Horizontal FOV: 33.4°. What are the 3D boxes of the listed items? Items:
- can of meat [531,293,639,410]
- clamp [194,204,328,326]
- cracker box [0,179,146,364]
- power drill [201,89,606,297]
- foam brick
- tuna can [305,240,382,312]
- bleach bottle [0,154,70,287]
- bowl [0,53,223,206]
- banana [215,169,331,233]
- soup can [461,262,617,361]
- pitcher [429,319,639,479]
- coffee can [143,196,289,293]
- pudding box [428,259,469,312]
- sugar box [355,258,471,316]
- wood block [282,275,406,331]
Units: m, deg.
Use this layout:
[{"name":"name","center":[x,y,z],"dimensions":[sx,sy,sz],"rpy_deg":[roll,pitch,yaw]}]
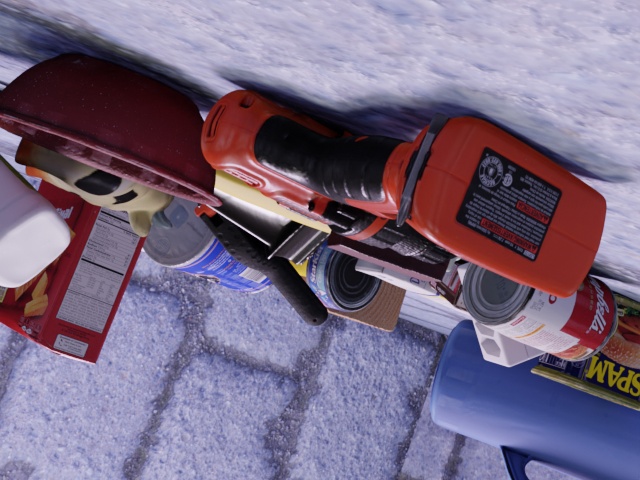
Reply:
[{"name":"can of meat","center":[0.238,0.089,0.902],"dimensions":[0.102,0.084,0.058],"rpy_deg":[22,175,-30]},{"name":"clamp","center":[-0.057,0.001,1.046],"dimensions":[0.171,0.039,0.120],"rpy_deg":[46,-168,-32]},{"name":"cracker box","center":[-0.242,-0.001,1.058],"dimensions":[0.072,0.213,0.164],"rpy_deg":[24,174,-34]},{"name":"power drill","center":[0.050,-0.019,0.545],"dimensions":[0.184,0.057,0.188],"rpy_deg":[22,175,-33]},{"name":"foam brick","center":[0.051,-0.008,0.730],"dimensions":[0.078,0.053,0.051],"rpy_deg":[21,176,-9]},{"name":"tuna can","center":[0.028,0.033,1.142],"dimensions":[0.086,0.086,0.034],"rpy_deg":[23,173,-41]},{"name":"bleach bottle","center":[-0.287,-0.080,0.769],"dimensions":[0.251,0.068,0.102],"rpy_deg":[46,171,12]},{"name":"bowl","center":[-0.129,-0.074,0.672],"dimensions":[0.162,0.055,0.162],"rpy_deg":[19,176,1]},{"name":"banana","center":[-0.018,-0.037,0.799],"dimensions":[0.198,0.037,0.069],"rpy_deg":[20,169,2]},{"name":"soup can","center":[0.162,0.044,0.789],"dimensions":[0.102,0.068,0.069],"rpy_deg":[23,174,-37]},{"name":"pitcher","center":[0.228,0.167,1.004],"dimensions":[0.243,0.145,0.149],"rpy_deg":[16,-153,18]},{"name":"coffee can","center":[-0.108,-0.008,1.122],"dimensions":[0.103,0.103,0.140],"rpy_deg":[17,175,34]},{"name":"pudding box","center":[0.167,0.053,0.999],"dimensions":[0.113,0.039,0.090],"rpy_deg":[18,-173,-12]},{"name":"sugar box","center":[0.132,0.044,1.089],"dimensions":[0.176,0.048,0.093],"rpy_deg":[24,175,-14]},{"name":"wood block","center":[0.029,0.049,1.322],"dimensions":[0.090,0.090,0.206],"rpy_deg":[20,176,-16]}]
